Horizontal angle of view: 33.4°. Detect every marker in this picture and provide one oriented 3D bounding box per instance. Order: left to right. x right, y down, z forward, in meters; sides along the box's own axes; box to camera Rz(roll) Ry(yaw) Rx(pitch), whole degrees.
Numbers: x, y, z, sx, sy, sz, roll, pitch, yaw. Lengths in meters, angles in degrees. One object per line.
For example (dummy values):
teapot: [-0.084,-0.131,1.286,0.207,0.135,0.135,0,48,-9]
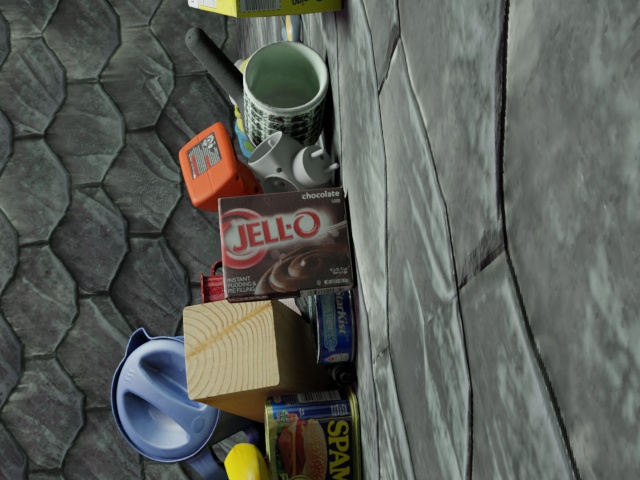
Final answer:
marker: [0.017,0.124,1.016,0.121,0.020,0.020,169,97,-84]

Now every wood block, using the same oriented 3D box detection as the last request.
wood block: [-0.056,0.123,1.074,0.206,0.091,0.090,44,-142,-68]

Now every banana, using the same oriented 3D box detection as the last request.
banana: [-0.065,0.223,0.998,0.198,0.037,0.069,103,144,-74]

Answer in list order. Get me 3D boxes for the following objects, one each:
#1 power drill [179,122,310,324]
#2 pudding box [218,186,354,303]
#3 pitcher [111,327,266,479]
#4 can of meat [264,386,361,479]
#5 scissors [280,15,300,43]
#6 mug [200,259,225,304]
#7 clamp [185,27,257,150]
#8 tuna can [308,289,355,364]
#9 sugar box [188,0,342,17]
power drill: [-0.056,-0.016,1.055,0.187,0.057,0.184,47,-168,-40]
pudding box: [-0.031,0.005,0.933,0.039,0.113,0.090,94,171,-76]
pitcher: [-0.116,0.176,1.223,0.242,0.145,0.149,0,-80,-67]
can of meat: [-0.008,0.190,0.991,0.057,0.084,0.102,-113,19,-73]
scissors: [-0.038,-0.263,1.297,0.202,0.016,0.096,-100,10,-46]
mug: [-0.110,0.074,1.372,0.093,0.081,0.117,93,171,-55]
clamp: [-0.070,-0.150,1.211,0.036,0.164,0.210,-38,58,28]
tuna can: [0.009,0.070,0.978,0.086,0.033,0.086,175,90,-84]
sugar box: [-0.054,-0.221,0.929,0.176,0.093,0.048,-146,51,-68]
